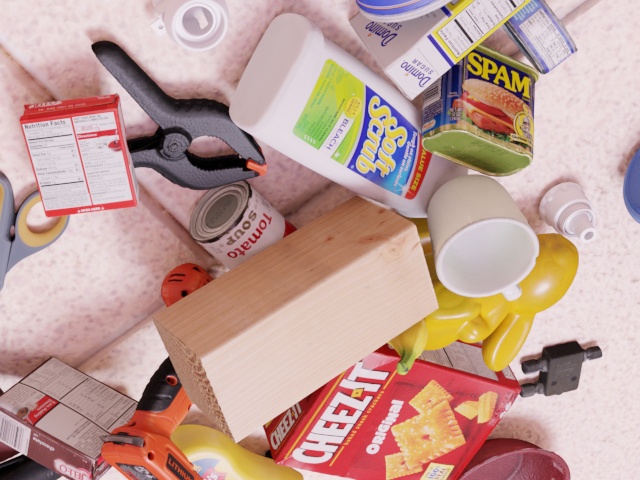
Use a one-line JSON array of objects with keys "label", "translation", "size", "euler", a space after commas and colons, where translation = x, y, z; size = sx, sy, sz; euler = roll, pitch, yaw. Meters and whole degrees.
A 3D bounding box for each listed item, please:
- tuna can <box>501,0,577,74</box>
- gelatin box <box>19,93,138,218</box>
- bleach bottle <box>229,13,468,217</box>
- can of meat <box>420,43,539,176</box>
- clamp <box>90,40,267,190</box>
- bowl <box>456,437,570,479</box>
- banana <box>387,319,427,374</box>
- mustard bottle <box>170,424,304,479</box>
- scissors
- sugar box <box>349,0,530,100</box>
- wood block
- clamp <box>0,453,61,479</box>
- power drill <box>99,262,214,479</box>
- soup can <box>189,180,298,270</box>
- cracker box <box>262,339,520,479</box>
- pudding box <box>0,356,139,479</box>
[{"label": "tuna can", "translation": [0.167, -0.176, 0.858], "size": [0.034, 0.086, 0.086], "euler": [-38, 128, 11]}, {"label": "gelatin box", "translation": [-0.183, -0.065, 0.818], "size": [0.073, 0.030, 0.089], "euler": [-8, 122, -2]}, {"label": "bleach bottle", "translation": [0.048, -0.088, 0.894], "size": [0.250, 0.068, 0.102], "euler": [24, 96, -38]}, {"label": "can of meat", "translation": [0.131, -0.108, 0.886], "size": [0.102, 0.084, 0.058], "euler": [18, 156, -29]}, {"label": "clamp", "translation": [-0.121, -0.093, 0.850], "size": [0.171, 0.039, 0.120], "euler": [6, 128, -19]}, {"label": "bowl", "translation": [0.201, 0.278, 1.221], "size": [0.162, 0.055, 0.162], "euler": [-9, 127, -13]}, {"label": "banana", "translation": [0.035, 0.073, 0.953], "size": [0.069, 0.198, 0.037], "euler": [-20, 107, -32]}, {"label": "mustard bottle", "translation": [-0.115, 0.234, 1.068], "size": [0.191, 0.058, 0.096], "euler": [33, 118, -25]}, {"label": "scissors", "translation": [-0.258, 0.027, 0.903], "size": [0.096, 0.016, 0.202], "euler": [-5, 126, -16]}, {"label": "sugar box", "translation": [0.112, -0.195, 0.821], "size": [0.176, 0.093, 0.048], "euler": [-41, 127, 13]}, {"label": "wood block", "translation": [-0.018, 0.058, 0.868], "size": [0.205, 0.090, 0.091], "euler": [-32, 122, -20]}, {"label": "clamp", "translation": [-0.264, 0.208, 0.990], "size": [0.209, 0.165, 0.036], "euler": [-26, 96, -24]}, {"label": "power drill", "translation": [-0.104, 0.141, 0.946], "size": [0.057, 0.187, 0.184], "euler": [-6, 138, 36]}, {"label": "soup can", "translation": [-0.056, 0.001, 0.922], "size": [0.068, 0.068, 0.102], "euler": [-38, 127, 10]}, {"label": "cracker box", "translation": [0.073, 0.170, 1.087], "size": [0.213, 0.072, 0.164], "euler": [17, 118, -28]}, {"label": "pudding box", "translation": [-0.219, 0.157, 0.933], "size": [0.113, 0.089, 0.039], "euler": [26, 120, 14]}]
